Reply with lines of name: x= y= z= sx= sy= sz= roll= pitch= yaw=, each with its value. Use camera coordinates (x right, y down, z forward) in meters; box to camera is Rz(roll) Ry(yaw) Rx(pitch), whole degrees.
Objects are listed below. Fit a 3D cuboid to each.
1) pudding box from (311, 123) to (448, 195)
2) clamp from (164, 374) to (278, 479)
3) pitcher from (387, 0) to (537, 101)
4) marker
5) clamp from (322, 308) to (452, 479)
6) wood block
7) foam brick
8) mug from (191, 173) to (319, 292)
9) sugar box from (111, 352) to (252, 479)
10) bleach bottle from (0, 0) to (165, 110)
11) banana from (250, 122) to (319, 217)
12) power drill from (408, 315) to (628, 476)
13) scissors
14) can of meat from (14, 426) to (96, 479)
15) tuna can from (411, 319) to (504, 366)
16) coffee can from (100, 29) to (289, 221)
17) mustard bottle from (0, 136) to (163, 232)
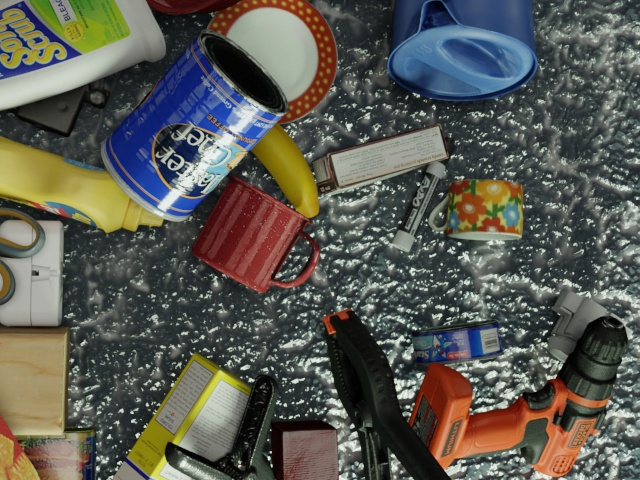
pudding box: x=0.055 y=-0.077 z=1.010 sx=0.113 sy=0.090 sz=0.039 roll=-18 pitch=91 yaw=-9
clamp: x=-0.085 y=0.210 z=0.953 sx=0.120 sy=0.039 sz=0.171 roll=-22 pitch=126 yaw=-32
pitcher: x=0.137 y=-0.258 z=1.000 sx=0.144 sy=0.149 sz=0.243 roll=10 pitch=69 yaw=-17
marker: x=0.103 y=-0.047 z=1.053 sx=0.020 sy=0.020 sz=0.121 roll=26 pitch=84 yaw=-8
clamp: x=0.050 y=0.168 z=0.998 sx=0.036 sy=0.165 sz=0.210 roll=-15 pitch=67 yaw=-24
wood block: x=-0.329 y=0.122 z=0.939 sx=0.206 sy=0.091 sz=0.090 roll=1 pitch=88 yaw=-10
foam brick: x=-0.015 y=0.198 z=0.994 sx=0.053 sy=0.078 sz=0.051 roll=-1 pitch=86 yaw=-10
mug: x=-0.056 y=0.001 z=0.986 sx=0.117 sy=0.093 sz=0.081 roll=29 pitch=88 yaw=13
sugar box: x=-0.126 y=0.199 z=0.972 sx=0.176 sy=0.048 sz=0.093 roll=-55 pitch=138 yaw=-6
bleach bottle: x=-0.268 y=-0.156 z=0.927 sx=0.250 sy=0.068 sz=0.102 roll=-27 pitch=87 yaw=-11
banana: x=-0.073 y=-0.098 z=1.018 sx=0.197 sy=0.037 sz=0.070 roll=31 pitch=116 yaw=-4
power drill: x=0.183 y=0.149 z=0.985 sx=0.187 sy=0.057 sz=0.185 roll=1 pitch=122 yaw=-22
scissors: x=-0.340 y=0.006 z=0.943 sx=0.202 sy=0.016 sz=0.096 roll=4 pitch=79 yaw=12
can of meat: x=-0.253 y=0.213 z=0.966 sx=0.102 sy=0.057 sz=0.084 roll=1 pitch=86 yaw=-9
tuna can: x=0.130 y=0.098 z=1.018 sx=0.086 sy=0.086 sz=0.034 roll=-7 pitch=87 yaw=-10
coffee can: x=-0.112 y=-0.100 z=0.945 sx=0.103 sy=0.102 sz=0.140 roll=44 pitch=110 yaw=-5
mustard bottle: x=-0.233 y=-0.049 z=0.958 sx=0.191 sy=0.096 sz=0.058 roll=17 pitch=83 yaw=-9
